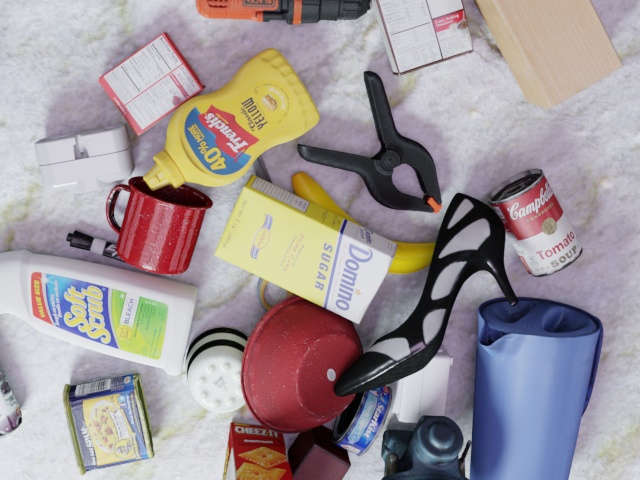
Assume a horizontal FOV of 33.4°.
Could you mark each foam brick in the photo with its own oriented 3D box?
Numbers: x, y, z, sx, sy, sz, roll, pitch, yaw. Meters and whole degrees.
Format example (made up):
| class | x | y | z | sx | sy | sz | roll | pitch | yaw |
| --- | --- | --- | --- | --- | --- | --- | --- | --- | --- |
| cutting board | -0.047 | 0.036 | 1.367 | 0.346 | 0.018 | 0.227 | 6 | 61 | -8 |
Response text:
| class | x | y | z | sx | sy | sz | roll | pitch | yaw |
| --- | --- | --- | --- | --- | --- | --- | --- | --- | --- |
| foam brick | -0.003 | 0.249 | 1.217 | 0.053 | 0.078 | 0.051 | 32 | 99 | -9 |

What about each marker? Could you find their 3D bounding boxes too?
| class | x | y | z | sx | sy | sz | roll | pitch | yaw |
| --- | --- | --- | --- | --- | --- | --- | --- | --- | --- |
| marker | -0.220 | 0.014 | 1.176 | 0.121 | 0.020 | 0.020 | 18 | 100 | -8 |

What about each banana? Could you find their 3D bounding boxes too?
| class | x | y | z | sx | sy | sz | roll | pitch | yaw |
| --- | --- | --- | --- | --- | --- | --- | --- | --- | --- |
| banana | 0.049 | -0.009 | 1.187 | 0.197 | 0.037 | 0.069 | 23 | 71 | -12 |

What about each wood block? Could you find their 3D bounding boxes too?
| class | x | y | z | sx | sy | sz | roll | pitch | yaw |
| --- | --- | --- | --- | --- | --- | --- | --- | --- | --- |
| wood block | 0.219 | -0.251 | 1.116 | 0.091 | 0.090 | 0.206 | -31 | 103 | 2 |

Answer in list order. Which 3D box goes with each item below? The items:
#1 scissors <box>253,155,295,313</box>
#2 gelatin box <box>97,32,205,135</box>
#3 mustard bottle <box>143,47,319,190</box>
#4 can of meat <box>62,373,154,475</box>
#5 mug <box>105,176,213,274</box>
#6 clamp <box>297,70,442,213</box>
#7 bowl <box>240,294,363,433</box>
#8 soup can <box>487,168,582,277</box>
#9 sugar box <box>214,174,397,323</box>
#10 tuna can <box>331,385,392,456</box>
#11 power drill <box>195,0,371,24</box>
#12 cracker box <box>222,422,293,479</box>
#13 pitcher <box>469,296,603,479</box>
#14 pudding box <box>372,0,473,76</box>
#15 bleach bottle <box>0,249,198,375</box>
| class | x | y | z | sx | sy | sz | roll | pitch | yaw |
| --- | --- | --- | --- | --- | --- | --- | --- | --- | --- |
| scissors | -0.058 | 0.001 | 1.188 | 0.096 | 0.016 | 0.201 | -33 | 103 | 3 |
| gelatin box | -0.179 | -0.167 | 1.134 | 0.089 | 0.030 | 0.073 | -35 | 102 | 3 |
| mustard bottle | -0.102 | -0.113 | 1.116 | 0.191 | 0.058 | 0.096 | -35 | 102 | -11 |
| can of meat | -0.237 | 0.204 | 1.199 | 0.084 | 0.057 | 0.102 | -11 | 104 | -5 |
| mug | -0.180 | -0.019 | 1.142 | 0.117 | 0.093 | 0.081 | 22 | 106 | 15 |
| clamp | 0.073 | -0.099 | 1.166 | 0.171 | 0.039 | 0.120 | 33 | 99 | -15 |
| bowl | -0.006 | 0.141 | 1.165 | 0.161 | 0.055 | 0.162 | -9 | 104 | -36 |
| soup can | 0.238 | -0.019 | 1.181 | 0.068 | 0.068 | 0.102 | -30 | 104 | 2 |
| sugar box | -0.016 | 0.010 | 1.148 | 0.176 | 0.048 | 0.093 | 26 | 116 | 1 |
| tuna can | 0.046 | 0.197 | 1.205 | 0.033 | 0.086 | 0.086 | 27 | 99 | -8 |
| power drill | -0.037 | -0.317 | 1.097 | 0.184 | 0.057 | 0.188 | 0 | 103 | -5 |
| cracker box | -0.073 | 0.315 | 1.156 | 0.072 | 0.214 | 0.164 | 8 | 102 | -8 |
| pitcher | 0.241 | 0.191 | 1.206 | 0.149 | 0.145 | 0.243 | 6 | 106 | 6 |
| pudding box | 0.106 | -0.242 | 1.136 | 0.090 | 0.039 | 0.113 | -18 | 102 | 0 |
| bleach bottle | -0.265 | 0.073 | 1.165 | 0.250 | 0.068 | 0.102 | 12 | 101 | -5 |
